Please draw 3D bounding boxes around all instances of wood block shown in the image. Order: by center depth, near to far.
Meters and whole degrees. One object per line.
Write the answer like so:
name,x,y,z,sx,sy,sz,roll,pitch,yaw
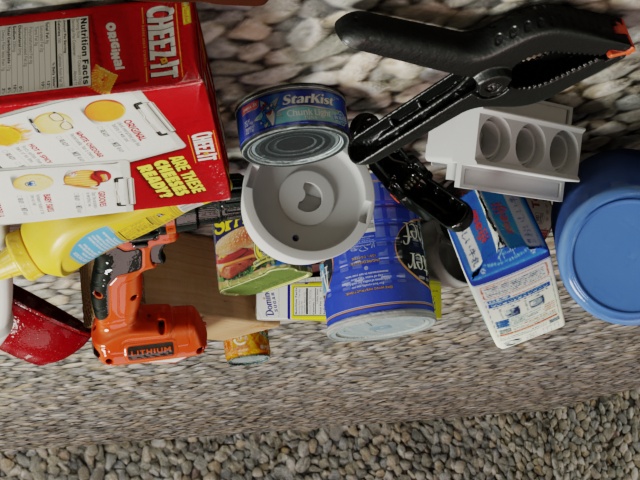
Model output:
wood block,-0.145,0.048,1.127,0.091,0.090,0.205,-18,162,34

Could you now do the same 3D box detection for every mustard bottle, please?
mustard bottle,-0.164,-0.021,0.818,0.191,0.058,0.096,-28,174,-1

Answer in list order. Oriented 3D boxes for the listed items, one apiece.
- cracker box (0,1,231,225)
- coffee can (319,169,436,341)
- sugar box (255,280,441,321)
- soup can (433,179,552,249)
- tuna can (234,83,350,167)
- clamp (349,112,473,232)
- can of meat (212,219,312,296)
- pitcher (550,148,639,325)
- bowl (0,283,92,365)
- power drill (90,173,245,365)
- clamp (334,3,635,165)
cracker box,-0.173,-0.076,0.686,0.213,0.072,0.164,-7,158,-2
coffee can,0.048,0.016,1.004,0.103,0.140,0.103,-7,164,-2
sugar box,0.029,0.065,1.124,0.176,0.048,0.093,-6,173,31
soup can,0.171,-0.025,1.050,0.102,0.068,0.069,4,161,-36
tuna can,-0.021,-0.085,0.810,0.086,0.034,0.086,-7,164,-2
clamp,0.079,-0.044,0.882,0.039,0.120,0.171,-41,168,4
can of meat,-0.057,0.001,1.009,0.102,0.084,0.057,-21,160,41
pitcher,0.264,-0.014,0.903,0.145,0.149,0.242,-8,-174,15
bowl,-0.307,0.082,1.078,0.162,0.055,0.162,28,174,3
power drill,-0.143,0.022,0.944,0.184,0.057,0.188,-5,128,-6
clamp,0.107,-0.121,0.722,0.210,0.036,0.164,-15,155,5
